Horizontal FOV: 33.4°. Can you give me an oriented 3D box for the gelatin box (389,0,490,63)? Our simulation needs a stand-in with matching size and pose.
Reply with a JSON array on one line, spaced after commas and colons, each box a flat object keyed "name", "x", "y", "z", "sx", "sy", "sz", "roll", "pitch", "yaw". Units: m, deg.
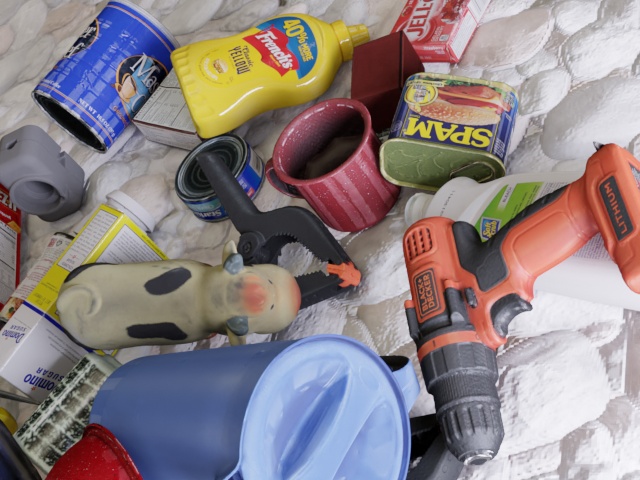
[{"name": "gelatin box", "x": 0.111, "y": -0.208, "z": 1.008, "sx": 0.073, "sy": 0.030, "sz": 0.089, "roll": 9, "pitch": 61, "yaw": 40}]

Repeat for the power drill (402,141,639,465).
[{"name": "power drill", "x": 0.140, "y": 0.035, "z": 0.695, "sx": 0.188, "sy": 0.057, "sz": 0.184, "roll": -30, "pitch": 53, "yaw": 29}]

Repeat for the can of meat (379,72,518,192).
[{"name": "can of meat", "x": 0.108, "y": -0.088, "z": 0.875, "sx": 0.102, "sy": 0.057, "sz": 0.084, "roll": 11, "pitch": 56, "yaw": 13}]

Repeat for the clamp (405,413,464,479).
[{"name": "clamp", "x": 0.035, "y": 0.182, "z": 0.727, "sx": 0.171, "sy": 0.039, "sz": 0.120, "roll": -34, "pitch": 39, "yaw": 9}]

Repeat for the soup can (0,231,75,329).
[{"name": "soup can", "x": -0.254, "y": 0.051, "z": 1.019, "sx": 0.069, "sy": 0.068, "sz": 0.102, "roll": 11, "pitch": 62, "yaw": 40}]

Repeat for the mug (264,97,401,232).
[{"name": "mug", "x": 0.008, "y": -0.059, "z": 0.917, "sx": 0.117, "sy": 0.081, "sz": 0.093, "roll": -10, "pitch": 50, "yaw": 28}]

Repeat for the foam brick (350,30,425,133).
[{"name": "foam brick", "x": 0.062, "y": -0.141, "z": 0.970, "sx": 0.051, "sy": 0.053, "sz": 0.078, "roll": -16, "pitch": 47, "yaw": 23}]

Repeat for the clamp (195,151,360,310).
[{"name": "clamp", "x": -0.056, "y": 0.001, "z": 0.926, "sx": 0.210, "sy": 0.036, "sz": 0.164, "roll": 4, "pitch": 77, "yaw": 34}]

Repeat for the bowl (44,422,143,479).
[{"name": "bowl", "x": -0.157, "y": 0.213, "z": 0.747, "sx": 0.055, "sy": 0.162, "sz": 0.162, "roll": -17, "pitch": 34, "yaw": -29}]

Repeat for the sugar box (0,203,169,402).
[{"name": "sugar box", "x": -0.214, "y": 0.064, "z": 0.962, "sx": 0.048, "sy": 0.093, "sz": 0.176, "roll": 24, "pitch": 71, "yaw": 45}]

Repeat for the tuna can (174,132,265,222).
[{"name": "tuna can", "x": -0.098, "y": -0.062, "z": 1.029, "sx": 0.086, "sy": 0.033, "sz": 0.086, "roll": -19, "pitch": 47, "yaw": 21}]

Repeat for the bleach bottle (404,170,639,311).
[{"name": "bleach bottle", "x": 0.171, "y": -0.012, "z": 0.780, "sx": 0.251, "sy": 0.068, "sz": 0.102, "roll": 12, "pitch": 65, "yaw": 43}]

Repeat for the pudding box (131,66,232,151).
[{"name": "pudding box", "x": -0.131, "y": -0.140, "z": 1.115, "sx": 0.114, "sy": 0.039, "sz": 0.090, "roll": 16, "pitch": 66, "yaw": 44}]

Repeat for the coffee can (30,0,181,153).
[{"name": "coffee can", "x": -0.233, "y": -0.181, "z": 1.172, "sx": 0.103, "sy": 0.102, "sz": 0.140, "roll": 22, "pitch": 70, "yaw": 44}]

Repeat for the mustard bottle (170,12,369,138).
[{"name": "mustard bottle", "x": -0.043, "y": -0.173, "z": 1.044, "sx": 0.191, "sy": 0.058, "sz": 0.096, "roll": -20, "pitch": 61, "yaw": -5}]

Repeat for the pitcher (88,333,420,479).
[{"name": "pitcher", "x": -0.055, "y": 0.130, "z": 0.749, "sx": 0.243, "sy": 0.149, "sz": 0.145, "roll": -8, "pitch": 62, "yaw": 52}]
